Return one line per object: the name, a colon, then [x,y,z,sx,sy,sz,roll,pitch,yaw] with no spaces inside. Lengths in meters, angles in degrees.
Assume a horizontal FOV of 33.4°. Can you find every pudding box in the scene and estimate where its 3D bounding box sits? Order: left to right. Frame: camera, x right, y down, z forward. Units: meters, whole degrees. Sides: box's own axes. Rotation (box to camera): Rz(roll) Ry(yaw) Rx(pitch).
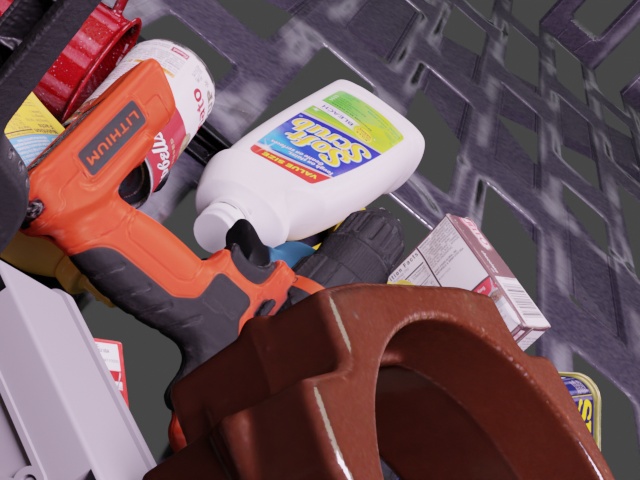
pudding box: [0.104,0.050,0.804,0.039,0.090,0.113,11,39,-47]

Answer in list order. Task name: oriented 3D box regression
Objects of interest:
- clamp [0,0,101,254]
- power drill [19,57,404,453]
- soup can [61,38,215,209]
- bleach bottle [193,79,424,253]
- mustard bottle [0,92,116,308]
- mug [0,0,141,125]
clamp: [-0.171,-0.035,0.421,0.164,0.210,0.036,-11,54,-32]
power drill: [-0.054,0.001,0.552,0.187,0.057,0.184,48,59,-15]
soup can: [-0.115,-0.074,0.672,0.068,0.069,0.102,38,43,-10]
bleach bottle: [-0.011,-0.044,0.769,0.102,0.068,0.250,38,32,6]
mustard bottle: [-0.167,-0.039,0.581,0.192,0.058,0.096,47,22,11]
mug: [-0.167,-0.135,0.680,0.081,0.117,0.093,34,13,-5]
